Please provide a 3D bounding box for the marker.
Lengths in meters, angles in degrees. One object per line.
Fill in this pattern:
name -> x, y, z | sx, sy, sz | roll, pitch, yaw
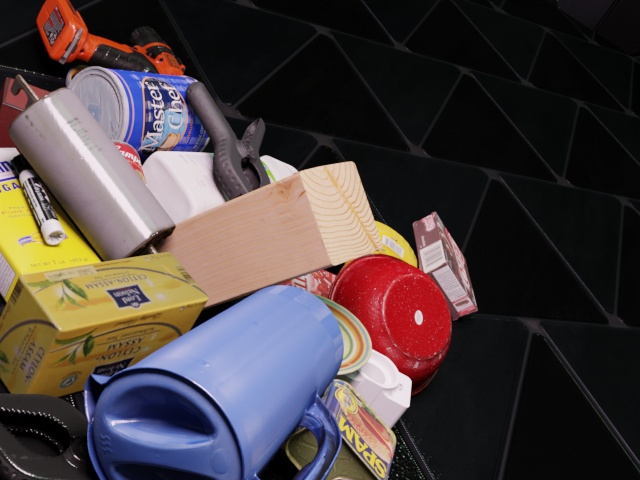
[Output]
marker -> -0.267, -0.042, 1.005 | 0.020, 0.020, 0.121 | 5, 37, -39

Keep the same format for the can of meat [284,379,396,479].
can of meat -> 0.022, 0.189, 0.982 | 0.102, 0.058, 0.084 | 50, 24, -11

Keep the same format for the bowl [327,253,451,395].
bowl -> 0.087, 0.086, 1.139 | 0.161, 0.055, 0.162 | 11, 70, -32

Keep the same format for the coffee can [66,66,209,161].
coffee can -> -0.206, -0.140, 1.209 | 0.103, 0.103, 0.140 | 48, 29, 24

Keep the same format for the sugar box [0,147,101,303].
sugar box -> -0.293, -0.019, 1.013 | 0.093, 0.048, 0.176 | -8, 50, -50

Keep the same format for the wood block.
wood block -> -0.056, 0.001, 1.033 | 0.090, 0.207, 0.091 | -17, 87, -53

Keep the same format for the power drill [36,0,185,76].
power drill -> -0.259, -0.245, 1.346 | 0.187, 0.057, 0.184 | 19, 25, -38

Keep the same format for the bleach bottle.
bleach bottle -> -0.093, -0.055, 1.246 | 0.250, 0.068, 0.103 | -5, 52, -52

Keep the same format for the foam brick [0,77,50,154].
foam brick -> -0.315, -0.118, 1.106 | 0.051, 0.078, 0.053 | 19, 35, -24

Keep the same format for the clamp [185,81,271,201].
clamp -> -0.099, -0.101, 1.187 | 0.120, 0.039, 0.171 | 27, 34, -35

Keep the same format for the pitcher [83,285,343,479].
pitcher -> -0.062, 0.128, 0.870 | 0.242, 0.145, 0.149 | -35, 106, -62

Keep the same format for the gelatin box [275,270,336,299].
gelatin box -> -0.020, 0.058, 1.179 | 0.073, 0.030, 0.089 | 25, 30, -14

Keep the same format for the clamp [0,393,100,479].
clamp -> -0.184, 0.171, 0.846 | 0.210, 0.036, 0.164 | 31, 30, -4

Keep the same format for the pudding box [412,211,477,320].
pudding box -> 0.156, 0.031, 1.345 | 0.090, 0.039, 0.113 | 53, 21, -30
